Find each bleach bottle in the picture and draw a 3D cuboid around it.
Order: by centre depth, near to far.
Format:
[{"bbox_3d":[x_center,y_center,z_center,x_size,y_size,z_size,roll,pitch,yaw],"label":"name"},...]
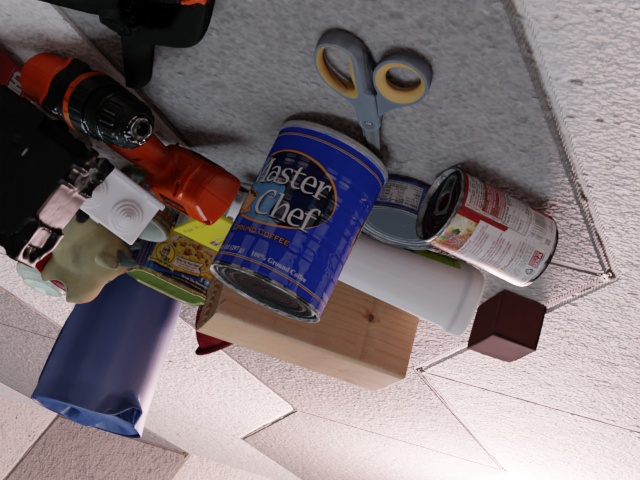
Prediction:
[{"bbox_3d":[0.029,0.012,1.039,0.250,0.068,0.102,22,-173,-6],"label":"bleach bottle"}]

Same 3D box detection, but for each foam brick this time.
[{"bbox_3d":[0.199,0.094,1.143,0.053,0.051,0.078,20,160,-8],"label":"foam brick"}]

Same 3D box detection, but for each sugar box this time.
[{"bbox_3d":[-0.057,0.002,1.136,0.176,0.048,0.094,30,156,-25],"label":"sugar box"}]

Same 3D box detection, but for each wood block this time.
[{"bbox_3d":[-0.012,0.078,1.105,0.206,0.090,0.090,20,159,-13],"label":"wood block"}]

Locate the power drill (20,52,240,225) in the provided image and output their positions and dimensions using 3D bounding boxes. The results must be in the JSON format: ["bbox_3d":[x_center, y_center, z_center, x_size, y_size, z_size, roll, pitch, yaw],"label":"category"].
[{"bbox_3d":[-0.154,-0.085,0.920,0.185,0.057,0.187,31,173,45],"label":"power drill"}]

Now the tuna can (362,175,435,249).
[{"bbox_3d":[0.074,-0.025,0.971,0.086,0.033,0.086,16,159,6],"label":"tuna can"}]

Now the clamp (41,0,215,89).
[{"bbox_3d":[-0.139,-0.166,0.789,0.210,0.036,0.164,5,157,42],"label":"clamp"}]

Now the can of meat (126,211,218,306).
[{"bbox_3d":[-0.160,0.017,1.206,0.102,0.084,0.058,28,157,-25],"label":"can of meat"}]

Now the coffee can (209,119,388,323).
[{"bbox_3d":[-0.017,-0.016,0.901,0.103,0.140,0.103,24,165,7],"label":"coffee can"}]

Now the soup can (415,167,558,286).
[{"bbox_3d":[0.141,-0.011,0.904,0.102,0.068,0.069,25,159,-19],"label":"soup can"}]

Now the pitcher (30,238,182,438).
[{"bbox_3d":[-0.242,0.101,1.262,0.149,0.242,0.145,18,160,1],"label":"pitcher"}]

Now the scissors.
[{"bbox_3d":[0.055,-0.098,0.829,0.096,0.016,0.201,8,157,25],"label":"scissors"}]
